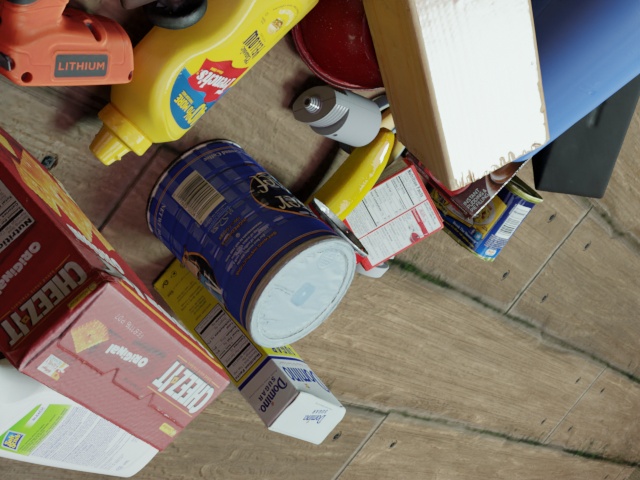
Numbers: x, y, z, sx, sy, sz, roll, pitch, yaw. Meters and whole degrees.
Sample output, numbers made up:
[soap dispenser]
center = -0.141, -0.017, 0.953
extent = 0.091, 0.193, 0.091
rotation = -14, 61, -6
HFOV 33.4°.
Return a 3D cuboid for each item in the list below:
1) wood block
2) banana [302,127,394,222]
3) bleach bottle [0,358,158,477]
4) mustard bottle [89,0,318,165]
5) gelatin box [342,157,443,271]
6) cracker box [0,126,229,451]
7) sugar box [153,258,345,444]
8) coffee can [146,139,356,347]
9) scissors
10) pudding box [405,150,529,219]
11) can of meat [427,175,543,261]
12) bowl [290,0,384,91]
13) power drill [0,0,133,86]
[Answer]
[wood block]
center = 0.092, -0.151, 0.755
extent = 0.090, 0.090, 0.206
rotation = -27, 131, -10
[banana]
center = -0.008, -0.024, 0.951
extent = 0.198, 0.037, 0.069
rotation = -38, 159, -3
[bleach bottle]
center = -0.220, 0.132, 0.861
extent = 0.102, 0.068, 0.250
rotation = -51, 147, 6
[mustard bottle]
center = -0.086, -0.126, 0.733
extent = 0.191, 0.058, 0.096
rotation = -45, 168, -1
[gelatin box]
center = 0.062, -0.025, 1.008
extent = 0.089, 0.030, 0.073
rotation = -30, 113, 0
[cracker box]
center = -0.165, 0.013, 0.644
extent = 0.072, 0.214, 0.164
rotation = -45, 149, -4
[sugar box]
center = -0.060, 0.090, 0.898
extent = 0.048, 0.176, 0.093
rotation = -50, 149, 4
[coffee can]
center = -0.055, 0.001, 0.837
extent = 0.102, 0.140, 0.103
rotation = -31, 145, -25
[scissors]
center = 0.099, -0.133, 0.995
extent = 0.201, 0.016, 0.096
rotation = -37, 149, -16
[pudding box]
center = 0.151, -0.090, 1.033
extent = 0.113, 0.090, 0.039
rotation = -46, 176, -5
[can of meat]
center = 0.162, -0.040, 1.097
extent = 0.057, 0.102, 0.084
rotation = 9, 120, -54
[bowl]
center = 0.060, -0.178, 0.817
extent = 0.161, 0.055, 0.162
rotation = -15, 128, -20
[power drill]
center = -0.123, -0.185, 0.629
extent = 0.184, 0.057, 0.188
rotation = -11, 132, -50
